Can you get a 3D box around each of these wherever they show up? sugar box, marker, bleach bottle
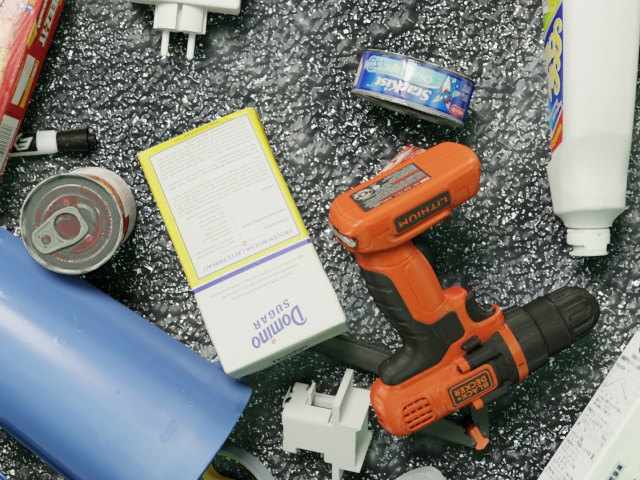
[{"bbox_3d":[-0.055,0.001,0.764,0.093,0.048,0.176,-23,77,1],"label":"sugar box"},{"bbox_3d":[-0.226,-0.071,0.788,0.121,0.020,0.020,-4,97,-3],"label":"marker"},{"bbox_3d":[0.194,-0.114,0.766,0.068,0.102,0.251,-2,96,-1],"label":"bleach bottle"}]

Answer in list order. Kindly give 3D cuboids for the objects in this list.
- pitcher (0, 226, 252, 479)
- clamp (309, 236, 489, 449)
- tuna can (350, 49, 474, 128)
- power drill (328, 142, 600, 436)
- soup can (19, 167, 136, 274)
[{"bbox_3d":[-0.184,0.100,0.754,0.243,0.149,0.145,36,105,-4],"label":"pitcher"},{"bbox_3d":[0.080,0.083,0.816,0.171,0.039,0.120,43,97,-13],"label":"clamp"},{"bbox_3d":[0.067,-0.109,0.768,0.086,0.086,0.034,17,94,-6],"label":"tuna can"},{"bbox_3d":[0.099,0.030,0.746,0.184,0.057,0.187,-28,115,-9],"label":"power drill"},{"bbox_3d":[-0.169,-0.017,0.756,0.068,0.102,0.068,0,97,-4],"label":"soup can"}]
